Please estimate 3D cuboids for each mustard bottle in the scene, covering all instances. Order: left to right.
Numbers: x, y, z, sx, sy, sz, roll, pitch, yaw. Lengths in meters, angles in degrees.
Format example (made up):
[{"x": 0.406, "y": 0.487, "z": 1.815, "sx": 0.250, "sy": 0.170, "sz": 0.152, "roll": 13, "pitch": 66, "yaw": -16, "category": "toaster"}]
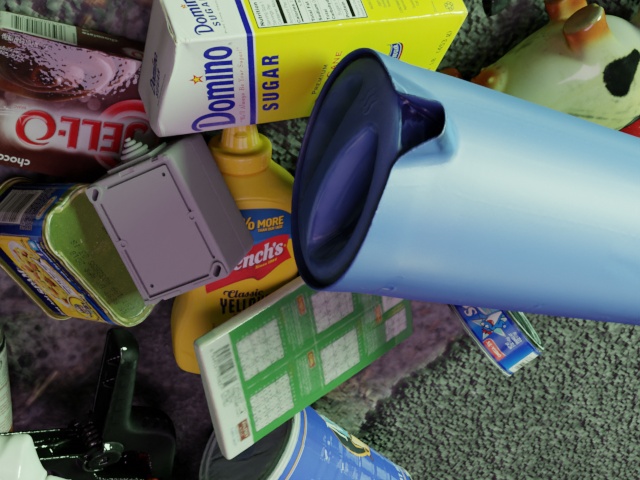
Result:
[{"x": -0.055, "y": 0.001, "z": 0.722, "sx": 0.096, "sy": 0.058, "sz": 0.192, "roll": -4, "pitch": 123, "yaw": -10, "category": "mustard bottle"}]

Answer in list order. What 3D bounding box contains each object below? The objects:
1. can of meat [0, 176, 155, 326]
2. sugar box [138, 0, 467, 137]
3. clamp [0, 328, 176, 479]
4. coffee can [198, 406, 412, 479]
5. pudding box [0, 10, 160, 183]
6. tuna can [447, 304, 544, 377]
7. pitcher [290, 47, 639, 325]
[{"x": -0.157, "y": 0.008, "z": 0.681, "sx": 0.057, "sy": 0.084, "sz": 0.102, "roll": -55, "pitch": 127, "yaw": -27, "category": "can of meat"}, {"x": -0.012, "y": -0.110, "z": 0.621, "sx": 0.176, "sy": 0.048, "sz": 0.093, "roll": -13, "pitch": 156, "yaw": -22, "category": "sugar box"}, {"x": -0.154, "y": 0.135, "z": 0.754, "sx": 0.165, "sy": 0.036, "sz": 0.209, "roll": -33, "pitch": 148, "yaw": 11, "category": "clamp"}, {"x": -0.008, "y": 0.189, "z": 0.825, "sx": 0.103, "sy": 0.103, "sz": 0.140, "roll": -42, "pitch": 120, "yaw": 16, "category": "coffee can"}, {"x": -0.152, "y": -0.084, "z": 0.658, "sx": 0.113, "sy": 0.039, "sz": 0.090, "roll": 12, "pitch": 119, "yaw": -19, "category": "pudding box"}, {"x": 0.124, "y": 0.055, "z": 0.775, "sx": 0.034, "sy": 0.086, "sz": 0.086, "roll": -38, "pitch": 122, "yaw": 11, "category": "tuna can"}, {"x": 0.108, "y": -0.016, "z": 0.624, "sx": 0.242, "sy": 0.149, "sz": 0.145, "roll": 11, "pitch": 113, "yaw": -21, "category": "pitcher"}]
